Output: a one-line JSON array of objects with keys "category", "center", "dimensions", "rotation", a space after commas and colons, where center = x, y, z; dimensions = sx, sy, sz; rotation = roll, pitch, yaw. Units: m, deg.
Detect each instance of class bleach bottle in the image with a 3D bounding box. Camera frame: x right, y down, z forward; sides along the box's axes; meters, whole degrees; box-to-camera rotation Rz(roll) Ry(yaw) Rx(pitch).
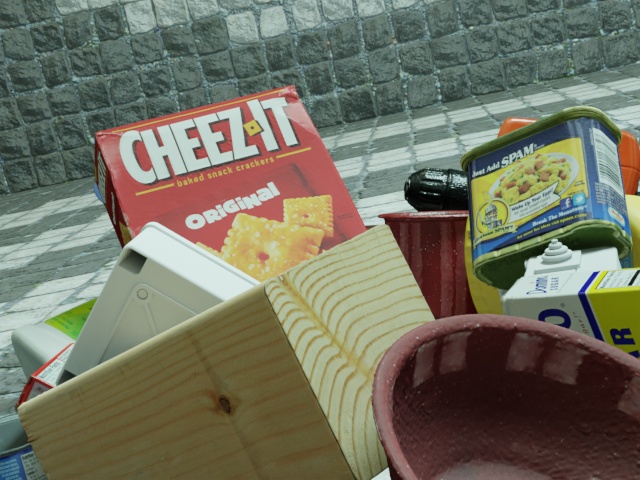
[{"category": "bleach bottle", "center": [-0.106, 0.050, 0.836], "dimensions": [0.250, 0.068, 0.103], "rotation": [-30, 28, -27]}]

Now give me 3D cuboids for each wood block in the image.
[{"category": "wood block", "center": [-0.045, 0.079, 0.512], "dimensions": [0.207, 0.091, 0.090], "rotation": [-27, -1, 42]}]

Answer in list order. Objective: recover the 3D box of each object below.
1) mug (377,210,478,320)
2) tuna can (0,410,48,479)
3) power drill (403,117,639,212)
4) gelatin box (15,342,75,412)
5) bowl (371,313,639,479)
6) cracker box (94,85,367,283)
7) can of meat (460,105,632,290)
[{"category": "mug", "center": [0.079, 0.020, 0.812], "dimensions": [0.117, 0.081, 0.093], "rotation": [-1, 3, 14]}, {"category": "tuna can", "center": [-0.200, 0.138, 0.690], "dimensions": [0.086, 0.034, 0.086], "rotation": [-12, 11, 2]}, {"category": "power drill", "center": [0.161, -0.045, 0.842], "dimensions": [0.184, 0.057, 0.187], "rotation": [7, -8, 2]}, {"category": "gelatin box", "center": [-0.140, 0.106, 0.685], "dimensions": [0.089, 0.030, 0.073], "rotation": [26, 14, 0]}, {"category": "bowl", "center": [0.089, 0.098, 0.408], "dimensions": [0.162, 0.055, 0.162], "rotation": [14, 30, -8]}, {"category": "cracker box", "center": [-0.055, 0.001, 0.777], "dimensions": [0.164, 0.214, 0.072], "rotation": [-16, -25, -19]}, {"category": "can of meat", "center": [0.140, -0.023, 0.667], "dimensions": [0.102, 0.084, 0.057], "rotation": [-22, -37, 35]}]
